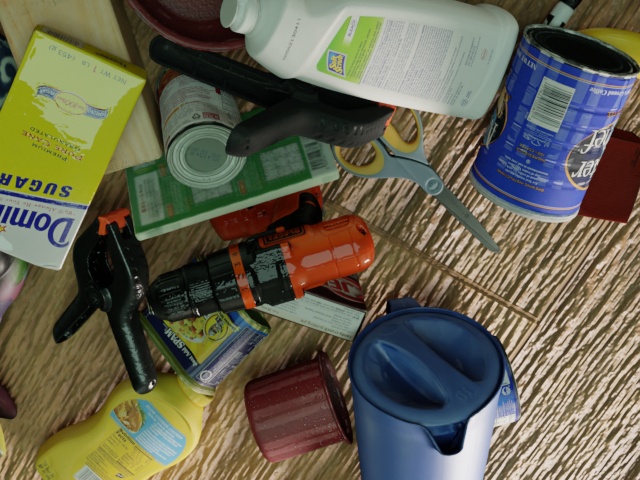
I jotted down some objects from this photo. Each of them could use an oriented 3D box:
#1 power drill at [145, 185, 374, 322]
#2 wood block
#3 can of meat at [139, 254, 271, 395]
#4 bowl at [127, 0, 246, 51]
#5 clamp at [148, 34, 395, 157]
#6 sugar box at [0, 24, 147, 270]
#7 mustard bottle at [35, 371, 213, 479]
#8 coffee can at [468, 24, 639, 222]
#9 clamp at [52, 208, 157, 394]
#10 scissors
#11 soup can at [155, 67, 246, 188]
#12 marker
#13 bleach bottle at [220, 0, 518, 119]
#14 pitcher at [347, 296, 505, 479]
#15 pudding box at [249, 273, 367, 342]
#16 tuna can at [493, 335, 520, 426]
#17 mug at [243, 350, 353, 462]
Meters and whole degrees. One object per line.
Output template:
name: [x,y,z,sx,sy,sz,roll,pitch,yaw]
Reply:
power drill: [-0.056,0.001,0.901,0.184,0.188,0.057,-15,114,-2]
wood block: [-0.203,-0.163,0.884,0.090,0.091,0.206,-16,109,0]
can of meat: [-0.105,0.075,0.972,0.084,0.057,0.102,-45,64,7]
bowl: [-0.095,-0.229,0.872,0.162,0.055,0.162,1,88,-19]
clamp: [-0.021,-0.105,0.861,0.209,0.165,0.036,7,122,-31]
sugar box: [-0.213,-0.071,0.840,0.093,0.048,0.176,23,104,-14]
mustard bottle: [-0.172,0.181,1.020,0.192,0.058,0.096,-39,109,8]
coffee can: [0.199,-0.101,0.920,0.102,0.103,0.140,12,119,-9]
clamp: [-0.196,0.047,0.952,0.120,0.039,0.171,14,116,24]
scissors: [0.082,-0.050,0.987,0.096,0.016,0.201,-28,109,6]
soup can: [-0.101,-0.100,0.898,0.068,0.102,0.068,-7,133,-8]
marker: [0.200,-0.181,0.950,0.020,0.020,0.121,31,103,-14]
bleach bottle: [0.038,-0.168,0.869,0.250,0.068,0.103,8,111,-32]
pitcher: [0.092,0.180,0.986,0.145,0.149,0.243,22,138,25]
pudding box: [-0.017,0.044,0.971,0.113,0.090,0.039,17,107,-10]
tuna can: [0.162,0.135,1.020,0.033,0.086,0.086,-14,109,-2]
mug: [-0.019,0.167,1.022,0.081,0.093,0.117,-19,146,6]
